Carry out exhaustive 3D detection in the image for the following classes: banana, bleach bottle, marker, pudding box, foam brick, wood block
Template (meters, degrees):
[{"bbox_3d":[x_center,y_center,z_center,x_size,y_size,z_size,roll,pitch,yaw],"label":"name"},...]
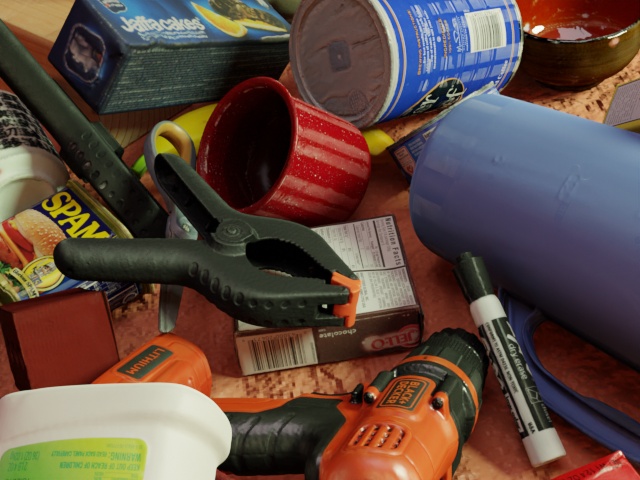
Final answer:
[{"bbox_3d":[-0.042,-0.077,0.798,0.198,0.037,0.069,-5,59,7],"label":"banana"},{"bbox_3d":[-0.096,0.181,0.399,0.103,0.068,0.251,-5,59,14],"label":"bleach bottle"},{"bbox_3d":[0.099,0.061,0.574,0.020,0.020,0.121,-17,71,-10],"label":"marker"},{"bbox_3d":[0.001,0.031,0.658,0.113,0.039,0.090,-8,39,-1],"label":"pudding box"},{"bbox_3d":[-0.149,0.058,0.606,0.051,0.053,0.078,-13,4,-23],"label":"foam brick"},{"bbox_3d":[-0.214,-0.160,0.884,0.206,0.090,0.090,26,50,35],"label":"wood block"}]

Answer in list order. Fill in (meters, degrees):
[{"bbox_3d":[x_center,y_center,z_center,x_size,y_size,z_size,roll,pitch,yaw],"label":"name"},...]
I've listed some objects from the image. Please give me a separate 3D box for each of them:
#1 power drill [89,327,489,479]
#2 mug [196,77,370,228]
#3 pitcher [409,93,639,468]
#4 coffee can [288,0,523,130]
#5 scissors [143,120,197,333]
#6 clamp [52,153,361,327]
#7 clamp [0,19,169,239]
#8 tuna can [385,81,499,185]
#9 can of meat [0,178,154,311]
[{"bbox_3d":[-0.013,0.085,0.558,0.188,0.057,0.184,0,14,21],"label":"power drill"},{"bbox_3d":[-0.029,-0.054,0.711,0.081,0.093,0.117,17,5,-45],"label":"mug"},{"bbox_3d":[0.163,0.009,0.597,0.149,0.145,0.243,-24,37,-36],"label":"pitcher"},{"bbox_3d":[0.062,-0.140,0.768,0.140,0.103,0.103,-18,37,-40],"label":"coffee can"},{"bbox_3d":[-0.075,-0.003,0.690,0.016,0.096,0.202,-42,41,26],"label":"scissors"},{"bbox_3d":[-0.054,0.001,0.623,0.171,0.039,0.120,17,46,7],"label":"clamp"},{"bbox_3d":[-0.160,-0.063,0.740,0.036,0.164,0.210,-41,87,-4],"label":"clamp"},{"bbox_3d":[0.089,-0.072,0.730,0.086,0.034,0.086,-32,2,1],"label":"tuna can"},{"bbox_3d":[-0.171,0.016,0.694,0.083,0.057,0.102,-32,45,-21],"label":"can of meat"}]
